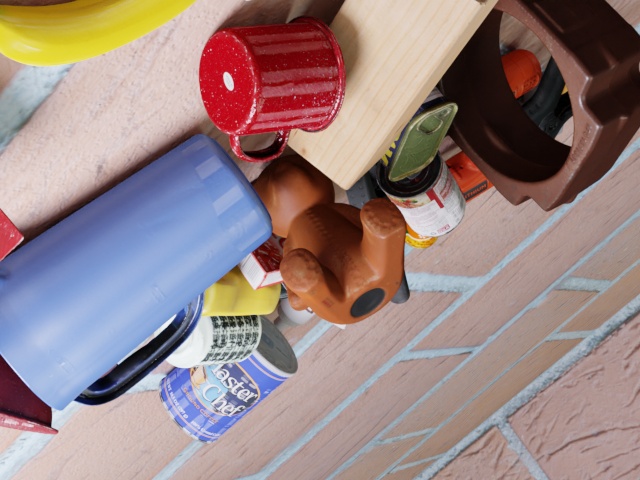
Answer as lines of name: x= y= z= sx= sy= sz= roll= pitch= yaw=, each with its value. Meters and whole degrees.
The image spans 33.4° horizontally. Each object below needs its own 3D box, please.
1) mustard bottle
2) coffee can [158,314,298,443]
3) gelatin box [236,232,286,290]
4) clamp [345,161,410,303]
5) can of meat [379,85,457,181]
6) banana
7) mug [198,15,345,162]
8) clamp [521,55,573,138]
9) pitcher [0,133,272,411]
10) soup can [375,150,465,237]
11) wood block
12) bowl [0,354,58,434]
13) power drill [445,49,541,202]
mustard bottle: x=-0.095 y=0.046 z=1.089 sx=0.191 sy=0.096 sz=0.058 roll=8 pitch=97 yaw=-62
coffee can: x=-0.112 y=0.164 z=1.296 sx=0.140 sy=0.103 sz=0.102 roll=-42 pitch=158 yaw=16
gelatin box: x=-0.057 y=0.001 z=1.058 sx=0.073 sy=0.089 sz=0.030 roll=-14 pitch=148 yaw=-45
clamp: x=0.060 y=-0.052 z=1.129 sx=0.036 sy=0.164 sz=0.210 roll=-8 pitch=143 yaw=18
can of meat: x=0.073 y=-0.121 z=1.008 sx=0.057 sy=0.084 sz=0.102 roll=-25 pitch=156 yaw=-27
banana: x=-0.132 y=-0.155 z=0.690 sx=0.197 sy=0.037 sz=0.070 roll=-26 pitch=158 yaw=-25
mug: x=-0.043 y=-0.115 z=0.830 sx=0.081 sy=0.093 sz=0.117 roll=-12 pitch=129 yaw=-37
clamp: x=0.238 y=-0.141 z=1.143 sx=0.171 sy=0.039 sz=0.120 roll=-47 pitch=138 yaw=7
pitcher: x=-0.159 y=0.027 z=0.902 sx=0.242 sy=0.145 sz=0.149 roll=-36 pitch=174 yaw=-7
soup can: x=0.105 y=-0.053 z=1.093 sx=0.068 sy=0.068 sz=0.102 roll=-38 pitch=148 yaw=4
wood block: x=0.055 y=-0.153 z=0.875 sx=0.206 sy=0.090 sz=0.090 roll=-54 pitch=174 yaw=38
bowl: x=-0.301 y=0.125 z=0.928 sx=0.162 sy=0.055 sz=0.162 roll=11 pitch=164 yaw=3
power drill: x=0.154 y=-0.109 z=1.174 sx=0.184 sy=0.057 sz=0.188 roll=-29 pitch=153 yaw=-20
